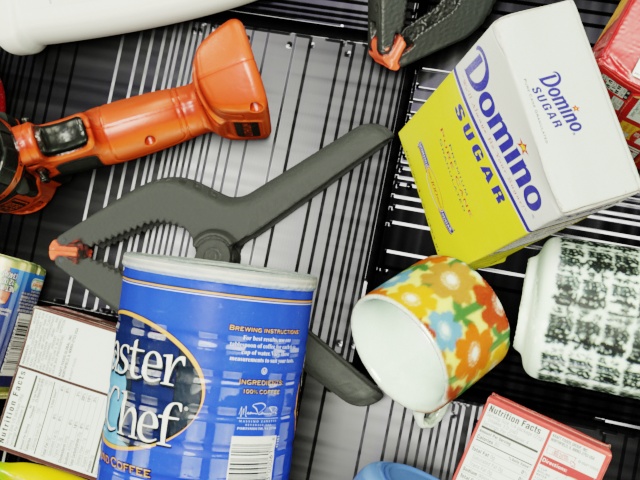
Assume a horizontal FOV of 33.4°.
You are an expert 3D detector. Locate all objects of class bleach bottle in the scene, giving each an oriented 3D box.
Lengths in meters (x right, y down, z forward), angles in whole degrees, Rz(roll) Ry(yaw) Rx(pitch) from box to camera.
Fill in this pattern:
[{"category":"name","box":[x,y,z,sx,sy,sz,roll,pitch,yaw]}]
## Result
[{"category":"bleach bottle","box":[-0.072,-0.175,0.642,0.251,0.068,0.102,-5,97,6]}]

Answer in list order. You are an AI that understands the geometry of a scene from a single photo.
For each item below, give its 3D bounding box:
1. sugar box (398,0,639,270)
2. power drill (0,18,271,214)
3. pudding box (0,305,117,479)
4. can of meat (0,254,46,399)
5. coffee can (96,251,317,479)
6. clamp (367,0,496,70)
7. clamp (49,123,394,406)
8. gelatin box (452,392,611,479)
[{"category":"sugar box","box":[0.091,-0.042,0.541,0.048,0.176,0.093,-17,82,-10]},{"category":"power drill","box":[-0.123,-0.065,0.589,0.187,0.184,0.057,-17,89,-1]},{"category":"pudding box","box":[-0.129,0.096,0.639,0.113,0.039,0.090,16,88,13]},{"category":"can of meat","box":[-0.227,0.043,0.653,0.102,0.057,0.084,15,85,11]},{"category":"coffee can","box":[-0.061,0.081,0.561,0.103,0.102,0.140,7,90,11]},{"category":"clamp","box":[0.074,-0.181,0.608,0.120,0.039,0.171,39,92,-17]},{"category":"clamp","box":[-0.054,0.001,0.635,0.210,0.036,0.164,9,86,8]},{"category":"gelatin box","box":[0.111,0.140,0.594,0.073,0.030,0.089,24,90,13]}]
